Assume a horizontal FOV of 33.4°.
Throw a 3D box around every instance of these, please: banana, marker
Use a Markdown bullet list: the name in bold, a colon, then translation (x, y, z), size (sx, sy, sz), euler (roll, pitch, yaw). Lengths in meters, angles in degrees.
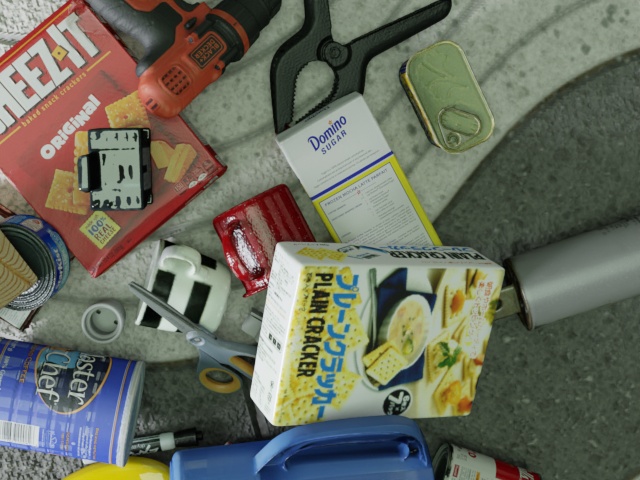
- **banana**: translation (-0.220, 0.255, 1.057), size (0.198, 0.037, 0.069), euler (-15, 81, 10)
- **marker**: translation (-0.178, 0.206, 1.073), size (0.121, 0.020, 0.020), euler (-9, 97, -2)

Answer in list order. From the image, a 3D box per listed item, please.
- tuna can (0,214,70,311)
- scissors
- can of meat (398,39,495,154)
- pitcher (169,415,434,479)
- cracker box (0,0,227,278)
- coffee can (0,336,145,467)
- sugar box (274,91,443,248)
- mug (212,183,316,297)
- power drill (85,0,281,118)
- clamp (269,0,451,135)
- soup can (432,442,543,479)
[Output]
- **tuna can**: translation (-0.276, 0.020, 0.986), size (0.086, 0.033, 0.086), euler (5, 110, 14)
- **scissors**: translation (-0.123, 0.100, 1.013), size (0.201, 0.016, 0.096), euler (30, 134, -31)
- **can of meat**: translation (0.117, -0.135, 1.017), size (0.057, 0.084, 0.102), euler (-26, 97, 0)
- **pitcher**: translation (-0.017, 0.236, 0.995), size (0.242, 0.145, 0.149), euler (-1, 86, -9)
- **cracker box**: translation (-0.217, -0.097, 1.010), size (0.164, 0.072, 0.213), euler (-39, 96, 1)
- **coffee can**: translation (-0.246, 0.154, 1.021), size (0.140, 0.103, 0.103), euler (10, 96, -4)
- **sugar box**: translation (0.038, -0.046, 1.030), size (0.093, 0.048, 0.176), euler (-29, 106, -1)
- **mug**: translation (-0.057, 0.001, 1.012), size (0.093, 0.117, 0.081), euler (-26, 93, 33)
- **power drill**: translation (-0.143, -0.230, 0.975), size (0.187, 0.057, 0.184), euler (45, 61, -9)
- **clamp**: translation (0.005, -0.191, 1.026), size (0.164, 0.036, 0.210), euler (34, 96, -13)
- **soup can**: translation (0.163, 0.250, 1.071), size (0.102, 0.068, 0.068), euler (20, 95, -4)
